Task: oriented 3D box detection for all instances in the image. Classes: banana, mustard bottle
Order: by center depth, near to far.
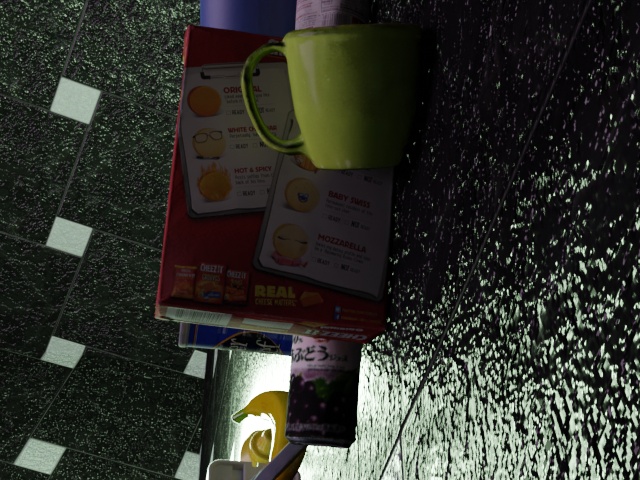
[{"bbox_3d":[-0.042,0.193,1.092,0.069,0.037,0.198,-54,17,-2],"label":"banana"},{"bbox_3d":[-0.069,0.270,1.208,0.192,0.058,0.096,104,175,-47],"label":"mustard bottle"}]

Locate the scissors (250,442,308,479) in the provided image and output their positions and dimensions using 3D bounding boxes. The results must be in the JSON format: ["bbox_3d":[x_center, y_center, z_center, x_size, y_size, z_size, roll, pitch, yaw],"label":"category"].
[{"bbox_3d":[-0.052,0.213,0.939,0.202,0.016,0.096,-50,-9,34],"label":"scissors"}]

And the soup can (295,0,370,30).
[{"bbox_3d":[0.012,-0.213,0.977,0.068,0.068,0.102,121,154,-72],"label":"soup can"}]

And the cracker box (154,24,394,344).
[{"bbox_3d":[-0.030,-0.039,0.791,0.072,0.164,0.213,125,150,-71],"label":"cracker box"}]

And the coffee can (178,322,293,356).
[{"bbox_3d":[-0.055,0.053,0.978,0.103,0.140,0.103,-174,90,-83],"label":"coffee can"}]
